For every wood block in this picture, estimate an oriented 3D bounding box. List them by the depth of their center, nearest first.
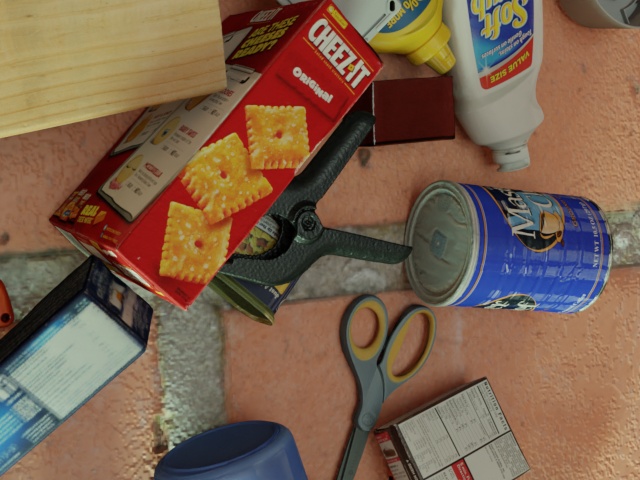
[{"bbox_3d":[-0.172,-0.125,0.656,0.205,0.091,0.090,-16,119,-22],"label":"wood block"}]

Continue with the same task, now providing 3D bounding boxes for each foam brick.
[{"bbox_3d":[0.062,-0.104,0.864,0.078,0.053,0.051,-8,98,-26],"label":"foam brick"}]

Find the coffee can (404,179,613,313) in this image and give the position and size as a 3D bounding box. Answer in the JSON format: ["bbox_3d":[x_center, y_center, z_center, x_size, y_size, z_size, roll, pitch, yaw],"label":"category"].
[{"bbox_3d":[0.155,0.007,0.890,0.140,0.103,0.103,5,92,-26],"label":"coffee can"}]

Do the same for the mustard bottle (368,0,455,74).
[{"bbox_3d":[0.040,-0.205,0.837,0.191,0.058,0.096,46,77,-19],"label":"mustard bottle"}]

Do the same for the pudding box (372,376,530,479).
[{"bbox_3d":[0.111,0.176,0.895,0.113,0.039,0.090,-19,80,-35],"label":"pudding box"}]

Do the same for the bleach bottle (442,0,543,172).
[{"bbox_3d":[0.146,-0.184,0.892,0.102,0.068,0.251,-17,103,-17],"label":"bleach bottle"}]

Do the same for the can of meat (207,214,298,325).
[{"bbox_3d":[-0.055,0.001,0.814,0.102,0.058,0.084,41,75,-23],"label":"can of meat"}]

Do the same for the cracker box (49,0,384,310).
[{"bbox_3d":[-0.076,-0.064,0.739,0.072,0.164,0.213,45,75,-25],"label":"cracker box"}]

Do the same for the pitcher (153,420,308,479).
[{"bbox_3d":[-0.034,0.263,0.813,0.145,0.149,0.243,-13,99,11],"label":"pitcher"}]

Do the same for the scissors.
[{"bbox_3d":[0.027,0.132,0.887,0.096,0.016,0.201,38,78,-22],"label":"scissors"}]

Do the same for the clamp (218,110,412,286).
[{"bbox_3d":[-0.013,-0.026,0.782,0.171,0.039,0.120,-14,95,-28],"label":"clamp"}]
